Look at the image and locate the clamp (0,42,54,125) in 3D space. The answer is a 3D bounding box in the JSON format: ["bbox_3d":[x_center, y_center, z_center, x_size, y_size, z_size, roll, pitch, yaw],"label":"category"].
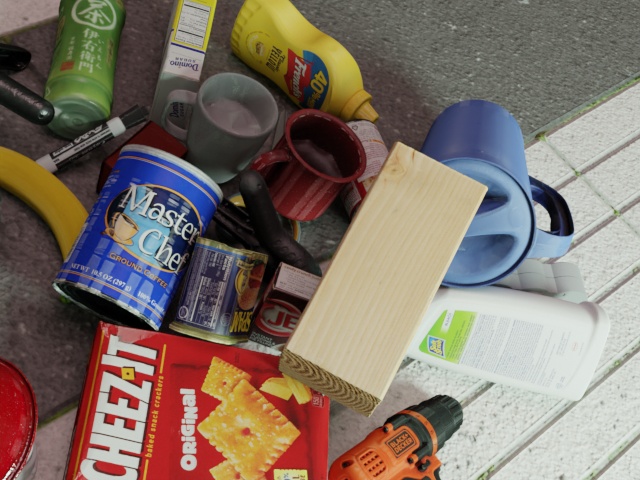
[{"bbox_3d":[-0.358,-0.184,1.021,0.209,0.036,0.165,23,17,-26],"label":"clamp"}]

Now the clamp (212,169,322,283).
[{"bbox_3d":[-0.057,0.001,1.032,0.039,0.120,0.171,-42,117,-22],"label":"clamp"}]

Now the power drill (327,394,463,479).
[{"bbox_3d":[0.114,0.234,0.941,0.188,0.057,0.184,49,40,15],"label":"power drill"}]

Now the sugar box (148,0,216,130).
[{"bbox_3d":[-0.146,-0.207,1.150,0.048,0.093,0.176,12,53,-13],"label":"sugar box"}]

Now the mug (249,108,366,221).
[{"bbox_3d":[-0.022,-0.072,1.083,0.117,0.082,0.093,-9,62,-39],"label":"mug"}]

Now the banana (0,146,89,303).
[{"bbox_3d":[-0.267,-0.033,1.011,0.069,0.037,0.198,-29,69,-35],"label":"banana"}]

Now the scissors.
[{"bbox_3d":[-0.068,-0.065,1.126,0.096,0.016,0.202,4,54,-20],"label":"scissors"}]

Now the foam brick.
[{"bbox_3d":[-0.177,-0.070,1.063,0.051,0.053,0.078,36,52,7],"label":"foam brick"}]

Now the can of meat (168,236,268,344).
[{"bbox_3d":[-0.089,0.045,0.960,0.057,0.102,0.084,15,89,10],"label":"can of meat"}]

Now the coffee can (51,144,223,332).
[{"bbox_3d":[-0.162,0.000,0.956,0.103,0.103,0.140,25,72,-3],"label":"coffee can"}]

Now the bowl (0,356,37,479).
[{"bbox_3d":[-0.302,0.142,0.812,0.162,0.055,0.162,-8,53,10],"label":"bowl"}]

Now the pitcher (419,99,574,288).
[{"bbox_3d":[0.164,-0.057,1.095,0.149,0.145,0.242,57,22,-15],"label":"pitcher"}]

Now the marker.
[{"bbox_3d":[-0.224,-0.100,1.057,0.121,0.020,0.020,-31,69,-8],"label":"marker"}]

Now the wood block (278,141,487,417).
[{"bbox_3d":[0.052,0.034,0.912,0.091,0.090,0.206,27,71,4],"label":"wood block"}]

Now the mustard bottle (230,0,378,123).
[{"bbox_3d":[-0.012,-0.191,1.188,0.192,0.096,0.058,41,51,10],"label":"mustard bottle"}]

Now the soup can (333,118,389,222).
[{"bbox_3d":[0.047,-0.071,1.141,0.068,0.069,0.102,-7,58,-26],"label":"soup can"}]

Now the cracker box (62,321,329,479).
[{"bbox_3d":[-0.100,0.169,0.905,0.213,0.072,0.164,13,51,-12],"label":"cracker box"}]

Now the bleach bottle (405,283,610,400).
[{"bbox_3d":[0.148,0.081,1.050,0.250,0.103,0.068,15,13,-9],"label":"bleach bottle"}]

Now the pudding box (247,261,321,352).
[{"bbox_3d":[-0.003,0.076,0.999,0.113,0.090,0.039,20,50,-7],"label":"pudding box"}]
